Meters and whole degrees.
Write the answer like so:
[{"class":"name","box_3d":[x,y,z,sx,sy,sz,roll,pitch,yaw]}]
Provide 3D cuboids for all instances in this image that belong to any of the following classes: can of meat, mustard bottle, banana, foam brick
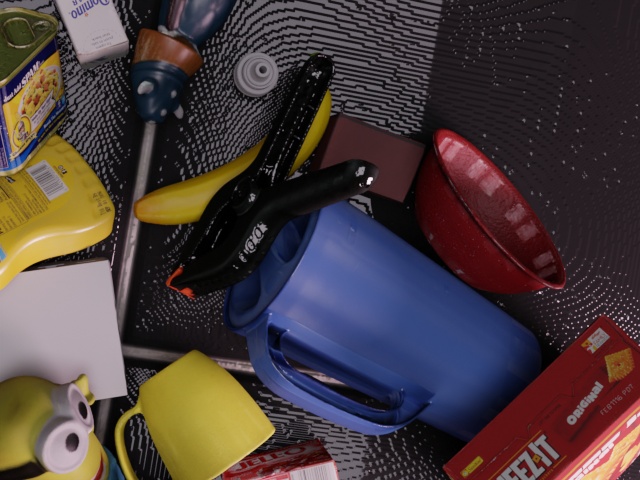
[{"class":"can of meat","box_3d":[-0.232,-0.110,0.790,0.057,0.102,0.084,15,135,14]},{"class":"mustard bottle","box_3d":[-0.255,-0.006,0.787,0.191,0.058,0.096,-31,72,-31]},{"class":"banana","box_3d":[-0.059,-0.067,0.866,0.198,0.037,0.069,-41,112,1]},{"class":"foam brick","box_3d":[0.037,-0.067,0.880,0.078,0.053,0.051,19,90,-10]}]

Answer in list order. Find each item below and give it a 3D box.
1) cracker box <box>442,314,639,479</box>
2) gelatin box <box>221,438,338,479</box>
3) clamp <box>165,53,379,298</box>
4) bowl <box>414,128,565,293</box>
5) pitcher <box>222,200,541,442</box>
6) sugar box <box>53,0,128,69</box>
[{"class":"cracker box","box_3d":[0.190,0.167,0.845,0.164,0.213,0.072,-43,65,-5]},{"class":"gelatin box","box_3d":[-0.035,0.192,0.873,0.089,0.073,0.030,-12,95,-9]},{"class":"clamp","box_3d":[-0.040,-0.027,0.791,0.036,0.165,0.210,31,108,-30]},{"class":"bowl","box_3d":[0.127,-0.012,0.866,0.055,0.162,0.162,-40,101,22]},{"class":"pitcher","box_3d":[0.052,0.072,0.841,0.242,0.145,0.149,31,91,-19]},{"class":"sugar box","box_3d":[-0.196,-0.221,0.807,0.048,0.093,0.176,-19,96,-8]}]
